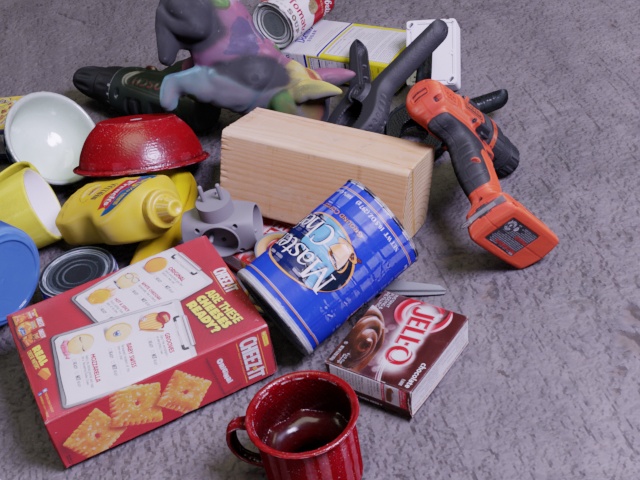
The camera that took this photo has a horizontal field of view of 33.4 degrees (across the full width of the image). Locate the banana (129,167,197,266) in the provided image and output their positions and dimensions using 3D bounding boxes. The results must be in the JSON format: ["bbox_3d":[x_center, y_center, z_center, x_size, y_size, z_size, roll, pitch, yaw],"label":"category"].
[{"bbox_3d":[-0.173,-0.031,1.208,0.070,0.037,0.197,-29,31,20],"label":"banana"}]

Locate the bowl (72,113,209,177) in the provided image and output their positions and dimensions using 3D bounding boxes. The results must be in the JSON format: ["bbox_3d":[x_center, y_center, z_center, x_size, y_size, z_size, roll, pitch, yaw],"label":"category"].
[{"bbox_3d":[-0.213,-0.116,1.255,0.162,0.055,0.162,-5,13,1],"label":"bowl"}]

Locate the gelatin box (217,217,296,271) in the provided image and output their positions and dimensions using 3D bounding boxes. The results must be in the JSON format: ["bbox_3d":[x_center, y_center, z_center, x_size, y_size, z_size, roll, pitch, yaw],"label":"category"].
[{"bbox_3d":[-0.057,0.001,1.138,0.089,0.030,0.073,-36,44,-27],"label":"gelatin box"}]

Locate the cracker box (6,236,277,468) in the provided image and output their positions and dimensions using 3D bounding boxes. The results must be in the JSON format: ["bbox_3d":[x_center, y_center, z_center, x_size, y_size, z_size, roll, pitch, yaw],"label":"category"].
[{"bbox_3d":[-0.171,0.100,1.014,0.213,0.072,0.164,-23,40,-15],"label":"cracker box"}]

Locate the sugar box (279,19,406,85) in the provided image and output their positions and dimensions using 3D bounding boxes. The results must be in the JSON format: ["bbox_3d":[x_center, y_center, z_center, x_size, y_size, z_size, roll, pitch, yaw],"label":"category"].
[{"bbox_3d":[0.043,-0.246,1.408,0.176,0.048,0.093,13,44,33],"label":"sugar box"}]

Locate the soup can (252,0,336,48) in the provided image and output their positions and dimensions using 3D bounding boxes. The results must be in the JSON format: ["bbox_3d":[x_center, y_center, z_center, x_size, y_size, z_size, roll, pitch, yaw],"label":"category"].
[{"bbox_3d":[-0.035,-0.309,1.420,0.069,0.068,0.102,18,47,32],"label":"soup can"}]

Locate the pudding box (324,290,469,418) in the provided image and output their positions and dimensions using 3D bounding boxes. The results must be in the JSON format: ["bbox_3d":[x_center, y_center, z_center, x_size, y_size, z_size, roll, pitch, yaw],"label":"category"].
[{"bbox_3d":[0.072,0.101,0.974,0.090,0.039,0.113,16,45,30],"label":"pudding box"}]

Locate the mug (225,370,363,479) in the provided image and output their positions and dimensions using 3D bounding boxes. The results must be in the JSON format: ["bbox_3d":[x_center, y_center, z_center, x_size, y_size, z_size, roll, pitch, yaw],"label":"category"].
[{"bbox_3d":[-0.021,0.168,0.881,0.117,0.081,0.093,-2,39,12],"label":"mug"}]

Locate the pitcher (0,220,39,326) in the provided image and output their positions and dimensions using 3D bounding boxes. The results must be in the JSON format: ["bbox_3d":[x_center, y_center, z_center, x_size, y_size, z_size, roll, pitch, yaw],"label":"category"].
[{"bbox_3d":[-0.420,0.019,1.125,0.243,0.149,0.144,17,42,29],"label":"pitcher"}]

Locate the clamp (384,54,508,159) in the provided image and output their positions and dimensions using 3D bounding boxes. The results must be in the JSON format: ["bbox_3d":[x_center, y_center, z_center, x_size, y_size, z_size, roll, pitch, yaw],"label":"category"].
[{"bbox_3d":[0.138,-0.142,1.242,0.120,0.039,0.171,23,68,19],"label":"clamp"}]

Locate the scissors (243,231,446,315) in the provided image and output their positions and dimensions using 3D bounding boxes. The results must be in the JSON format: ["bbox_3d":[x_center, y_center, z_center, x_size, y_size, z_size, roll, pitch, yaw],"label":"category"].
[{"bbox_3d":[0.018,0.026,1.070,0.202,0.016,0.096,-11,72,3],"label":"scissors"}]

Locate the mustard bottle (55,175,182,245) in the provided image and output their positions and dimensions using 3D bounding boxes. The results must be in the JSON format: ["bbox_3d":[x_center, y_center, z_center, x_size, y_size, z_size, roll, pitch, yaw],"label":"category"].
[{"bbox_3d":[-0.204,-0.033,1.145,0.096,0.058,0.192,-40,24,-31],"label":"mustard bottle"}]

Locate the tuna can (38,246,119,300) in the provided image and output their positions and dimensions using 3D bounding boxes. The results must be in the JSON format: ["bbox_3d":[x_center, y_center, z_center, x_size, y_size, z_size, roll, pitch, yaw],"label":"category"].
[{"bbox_3d":[-0.254,0.045,1.132,0.086,0.034,0.086,-7,39,6],"label":"tuna can"}]

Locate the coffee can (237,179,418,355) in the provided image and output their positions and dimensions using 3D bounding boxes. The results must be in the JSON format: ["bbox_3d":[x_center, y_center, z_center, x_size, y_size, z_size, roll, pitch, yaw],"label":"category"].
[{"bbox_3d":[0.007,0.025,1.008,0.140,0.102,0.103,-40,44,-9],"label":"coffee can"}]

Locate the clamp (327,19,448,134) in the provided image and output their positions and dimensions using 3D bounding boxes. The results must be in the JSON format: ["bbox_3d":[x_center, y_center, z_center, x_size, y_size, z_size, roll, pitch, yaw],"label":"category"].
[{"bbox_3d":[0.063,-0.170,1.250,0.165,0.036,0.210,-10,50,50],"label":"clamp"}]

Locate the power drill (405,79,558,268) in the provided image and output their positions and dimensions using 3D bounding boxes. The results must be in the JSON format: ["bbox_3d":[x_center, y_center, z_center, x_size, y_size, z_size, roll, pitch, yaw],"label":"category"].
[{"bbox_3d":[0.172,-0.063,1.088,0.057,0.184,0.188,-40,48,23],"label":"power drill"}]

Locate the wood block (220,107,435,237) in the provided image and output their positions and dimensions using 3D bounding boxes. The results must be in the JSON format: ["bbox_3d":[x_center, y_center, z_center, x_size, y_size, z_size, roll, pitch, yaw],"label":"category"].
[{"bbox_3d":[0.005,-0.067,1.125,0.206,0.091,0.090,15,29,19],"label":"wood block"}]
